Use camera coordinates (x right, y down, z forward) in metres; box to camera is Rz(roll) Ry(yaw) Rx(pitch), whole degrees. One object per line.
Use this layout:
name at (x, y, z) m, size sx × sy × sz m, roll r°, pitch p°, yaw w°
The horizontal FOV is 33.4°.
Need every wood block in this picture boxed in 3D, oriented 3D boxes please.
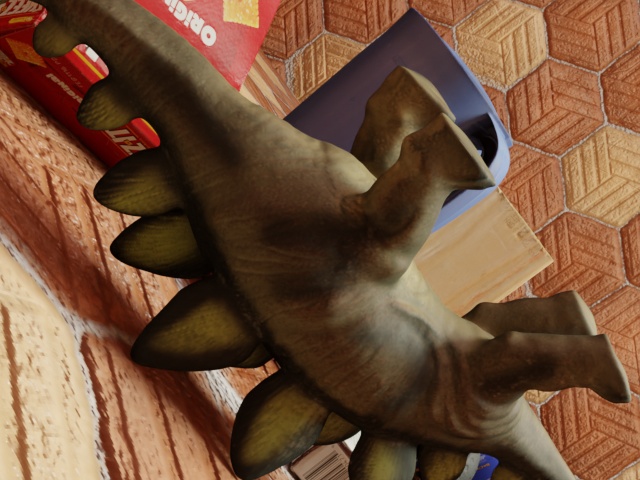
wood block at (0.075, 0.037, 0.876) m, size 0.090 × 0.206 × 0.091 m, roll 52°, pitch 7°, yaw -7°

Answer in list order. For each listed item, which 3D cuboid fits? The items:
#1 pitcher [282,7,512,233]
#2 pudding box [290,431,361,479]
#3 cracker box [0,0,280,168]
pitcher at (0.023, -0.053, 0.832) m, size 0.145 × 0.243 × 0.149 m, roll 52°, pitch 7°, yaw -2°
pudding box at (0.029, 0.158, 0.673) m, size 0.113 × 0.039 × 0.090 m, roll 54°, pitch 6°, yaw -8°
cracker box at (-0.111, -0.167, 0.716) m, size 0.164 × 0.072 × 0.213 m, roll 46°, pitch 54°, yaw -42°
